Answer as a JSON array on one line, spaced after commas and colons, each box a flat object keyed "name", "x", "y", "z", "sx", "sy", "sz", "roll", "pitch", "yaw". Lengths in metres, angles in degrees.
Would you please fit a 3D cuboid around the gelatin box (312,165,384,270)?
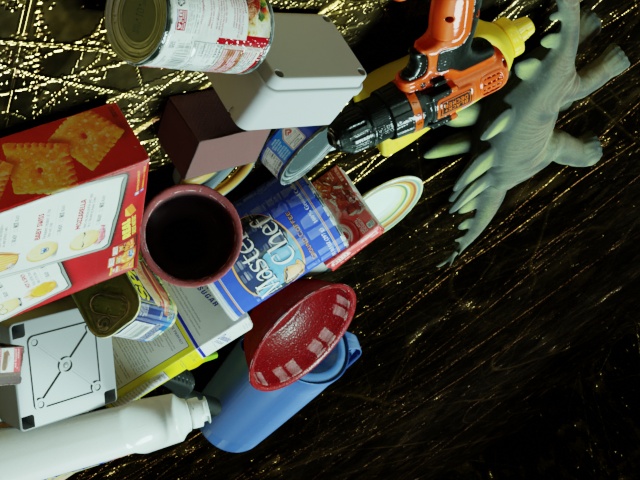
[{"name": "gelatin box", "x": 0.015, "y": -0.024, "z": 1.148, "sx": 0.073, "sy": 0.089, "sz": 0.030, "roll": -37, "pitch": 158, "yaw": 9}]

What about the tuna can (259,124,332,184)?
[{"name": "tuna can", "x": -0.017, "y": -0.094, "z": 1.003, "sx": 0.086, "sy": 0.034, "sz": 0.086, "roll": -42, "pitch": 170, "yaw": -9}]

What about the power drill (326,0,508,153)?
[{"name": "power drill", "x": 0.082, "y": -0.171, "z": 0.919, "sx": 0.184, "sy": 0.057, "sz": 0.188, "roll": -27, "pitch": 144, "yaw": -16}]

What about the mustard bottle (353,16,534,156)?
[{"name": "mustard bottle", "x": 0.127, "y": -0.164, "z": 1.047, "sx": 0.191, "sy": 0.058, "sz": 0.096, "roll": -31, "pitch": 146, "yaw": -5}]

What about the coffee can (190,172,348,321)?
[{"name": "coffee can", "x": -0.057, "y": 0.001, "z": 1.082, "sx": 0.140, "sy": 0.103, "sz": 0.103, "roll": -33, "pitch": 159, "yaw": -2}]

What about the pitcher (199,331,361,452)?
[{"name": "pitcher", "x": -0.065, "y": 0.188, "z": 1.435, "sx": 0.243, "sy": 0.149, "sz": 0.144, "roll": -50, "pitch": -175, "yaw": 43}]

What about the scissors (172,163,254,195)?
[{"name": "scissors", "x": -0.065, "y": -0.104, "z": 0.965, "sx": 0.096, "sy": 0.016, "sz": 0.202, "roll": -9, "pitch": 148, "yaw": -47}]

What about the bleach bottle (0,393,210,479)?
[{"name": "bleach bottle", "x": -0.232, "y": 0.197, "z": 1.054, "sx": 0.250, "sy": 0.068, "sz": 0.103, "roll": -12, "pitch": 171, "yaw": -14}]

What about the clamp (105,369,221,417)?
[{"name": "clamp", "x": -0.192, "y": 0.189, "z": 1.310, "sx": 0.164, "sy": 0.036, "sz": 0.210, "roll": -5, "pitch": 155, "yaw": -16}]

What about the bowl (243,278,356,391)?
[{"name": "bowl", "x": -0.035, "y": 0.099, "z": 1.245, "sx": 0.162, "sy": 0.055, "sz": 0.162, "roll": -33, "pitch": 149, "yaw": -24}]

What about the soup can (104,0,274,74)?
[{"name": "soup can", "x": -0.091, "y": -0.153, "z": 0.751, "sx": 0.102, "sy": 0.068, "sz": 0.069, "roll": -6, "pitch": 146, "yaw": -49}]

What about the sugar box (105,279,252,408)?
[{"name": "sugar box", "x": -0.170, "y": 0.098, "z": 1.142, "sx": 0.176, "sy": 0.093, "sz": 0.048, "roll": -30, "pitch": 159, "yaw": -8}]

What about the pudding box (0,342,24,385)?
[{"name": "pudding box", "x": -0.329, "y": 0.104, "z": 0.925, "sx": 0.114, "sy": 0.039, "sz": 0.089, "roll": 6, "pitch": -179, "yaw": 32}]

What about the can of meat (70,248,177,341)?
[{"name": "can of meat", "x": -0.187, "y": 0.044, "z": 0.993, "sx": 0.057, "sy": 0.102, "sz": 0.083, "roll": -36, "pitch": 161, "yaw": 9}]

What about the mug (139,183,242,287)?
[{"name": "mug", "x": -0.134, "y": -0.004, "z": 0.981, "sx": 0.117, "sy": 0.093, "sz": 0.081, "roll": 14, "pitch": 172, "yaw": -10}]

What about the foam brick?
[{"name": "foam brick", "x": -0.090, "y": -0.093, "z": 0.903, "sx": 0.078, "sy": 0.053, "sz": 0.051, "roll": -17, "pitch": 153, "yaw": -35}]

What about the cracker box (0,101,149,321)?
[{"name": "cracker box", "x": -0.248, "y": -0.007, "z": 0.838, "sx": 0.213, "sy": 0.072, "sz": 0.164, "roll": -22, "pitch": 155, "yaw": -25}]
